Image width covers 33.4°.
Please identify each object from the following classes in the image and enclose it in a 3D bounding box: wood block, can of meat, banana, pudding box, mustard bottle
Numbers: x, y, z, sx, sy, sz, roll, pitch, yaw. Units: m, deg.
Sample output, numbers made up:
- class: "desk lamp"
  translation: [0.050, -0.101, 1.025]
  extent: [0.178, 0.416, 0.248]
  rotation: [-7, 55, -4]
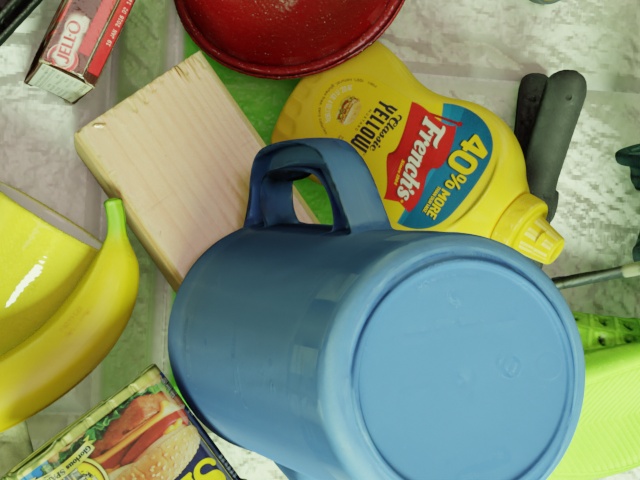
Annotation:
- class: "wood block"
  translation: [-0.054, 0.001, 0.656]
  extent: [0.090, 0.090, 0.206]
  rotation: [-35, 94, -11]
- class: "can of meat"
  translation: [-0.099, 0.125, 0.546]
  extent: [0.101, 0.058, 0.084]
  rotation: [-37, 92, -39]
- class: "banana"
  translation: [-0.166, 0.062, 0.579]
  extent: [0.197, 0.037, 0.069]
  rotation: [-42, 97, -21]
- class: "pudding box"
  translation: [-0.138, -0.131, 0.634]
  extent: [0.039, 0.114, 0.090]
  rotation: [27, 82, -16]
- class: "mustard bottle"
  translation: [0.065, -0.044, 0.650]
  extent: [0.192, 0.058, 0.096]
  rotation: [37, 91, 25]

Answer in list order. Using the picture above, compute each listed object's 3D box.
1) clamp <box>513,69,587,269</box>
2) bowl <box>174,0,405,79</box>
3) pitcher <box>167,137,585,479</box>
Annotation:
- class: "clamp"
  translation: [0.135, -0.031, 0.681]
  extent: [0.039, 0.120, 0.171]
  rotation: [8, 89, 6]
- class: "bowl"
  translation: [-0.024, -0.184, 0.655]
  extent: [0.162, 0.055, 0.162]
  rotation: [-3, 75, 13]
- class: "pitcher"
  translation: [0.013, 0.042, 0.496]
  extent: [0.149, 0.243, 0.145]
  rotation: [40, 77, -13]
